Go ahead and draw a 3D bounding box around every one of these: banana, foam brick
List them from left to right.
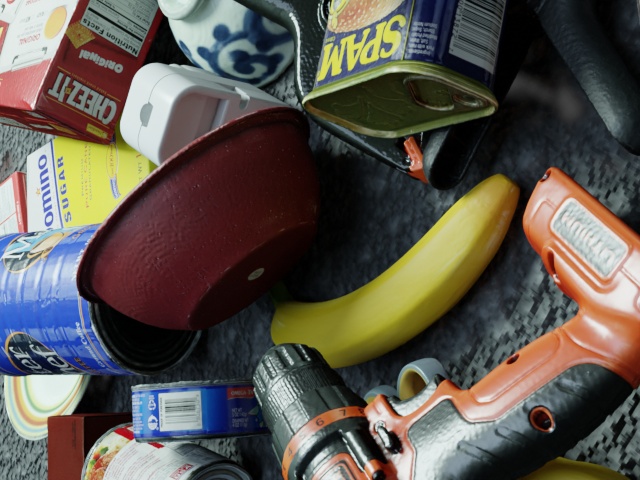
[{"bbox_3d":[-0.158,0.161,0.754,0.053,0.051,0.078,-10,78,46],"label":"foam brick"},{"bbox_3d":[0.029,0.028,0.572,0.198,0.037,0.069,-25,67,44],"label":"banana"}]

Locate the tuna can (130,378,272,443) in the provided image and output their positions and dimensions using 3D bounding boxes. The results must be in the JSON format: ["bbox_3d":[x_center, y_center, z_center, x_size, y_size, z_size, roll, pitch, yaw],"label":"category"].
[{"bbox_3d":[-0.069,0.101,0.637,0.086,0.085,0.034,-13,77,47],"label":"tuna can"}]

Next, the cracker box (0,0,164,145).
[{"bbox_3d":[-0.173,-0.182,0.763,0.164,0.072,0.213,15,81,49],"label":"cracker box"}]

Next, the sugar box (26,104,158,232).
[{"bbox_3d":[-0.159,-0.042,0.784,0.177,0.048,0.093,-20,70,44],"label":"sugar box"}]

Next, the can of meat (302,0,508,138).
[{"bbox_3d":[0.043,-0.100,0.498,0.102,0.057,0.084,-6,69,59],"label":"can of meat"}]

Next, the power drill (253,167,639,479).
[{"bbox_3d":[0.062,0.059,0.464,0.188,0.057,0.185,-45,39,7],"label":"power drill"}]

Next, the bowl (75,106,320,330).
[{"bbox_3d":[-0.054,0.001,0.596,0.055,0.161,0.162,50,123,14],"label":"bowl"}]

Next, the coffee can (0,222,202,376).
[{"bbox_3d":[-0.161,0.040,0.718,0.141,0.102,0.103,-6,81,38],"label":"coffee can"}]

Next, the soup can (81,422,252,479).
[{"bbox_3d":[-0.096,0.159,0.673,0.102,0.068,0.068,8,91,48],"label":"soup can"}]

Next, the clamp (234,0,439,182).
[{"bbox_3d":[0.026,-0.131,0.579,0.165,0.036,0.210,-34,69,13],"label":"clamp"}]

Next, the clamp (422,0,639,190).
[{"bbox_3d":[0.107,-0.106,0.493,0.120,0.039,0.171,5,84,42],"label":"clamp"}]

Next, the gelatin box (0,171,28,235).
[{"bbox_3d":[-0.261,-0.008,0.907,0.089,0.030,0.073,-29,66,43],"label":"gelatin box"}]
